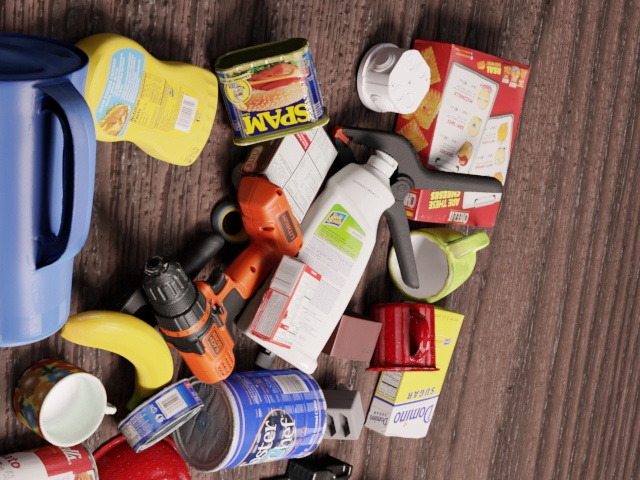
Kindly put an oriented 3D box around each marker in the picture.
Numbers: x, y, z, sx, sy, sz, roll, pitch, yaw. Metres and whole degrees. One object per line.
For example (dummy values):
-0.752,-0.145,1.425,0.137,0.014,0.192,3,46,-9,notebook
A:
-0.042,0.090,1.223,0.020,0.020,0.121,27,87,-47,marker

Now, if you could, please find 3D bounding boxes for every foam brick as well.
0.026,0.111,1.282,0.078,0.051,0.053,17,92,-48,foam brick

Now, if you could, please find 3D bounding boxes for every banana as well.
-0.182,0.107,1.012,0.069,0.037,0.197,-45,150,-15,banana

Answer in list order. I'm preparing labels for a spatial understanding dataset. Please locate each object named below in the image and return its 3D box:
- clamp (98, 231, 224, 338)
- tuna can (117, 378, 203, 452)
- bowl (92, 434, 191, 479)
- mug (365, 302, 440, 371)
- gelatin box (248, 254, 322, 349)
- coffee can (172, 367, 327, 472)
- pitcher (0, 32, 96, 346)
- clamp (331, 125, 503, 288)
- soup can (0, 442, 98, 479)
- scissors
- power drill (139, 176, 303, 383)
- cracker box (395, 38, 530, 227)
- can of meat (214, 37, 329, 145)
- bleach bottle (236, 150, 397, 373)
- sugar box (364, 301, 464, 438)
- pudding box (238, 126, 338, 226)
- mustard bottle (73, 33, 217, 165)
-0.157,0.074,1.089,0.171,0.039,0.120,-29,120,-37,clamp
-0.162,0.178,1.084,0.086,0.086,0.034,-30,79,-37,tuna can
-0.187,0.283,1.116,0.161,0.055,0.162,-18,116,-42,bowl
0.105,0.119,1.313,0.093,0.117,0.081,3,81,-15,mug
-0.036,0.065,1.104,0.089,0.030,0.073,-65,163,-5,gelatin box
-0.077,0.193,1.164,0.140,0.103,0.103,3,101,-47,coffee can
-0.250,-0.036,0.862,0.145,0.149,0.243,3,115,-7,pitcher
0.101,-0.067,1.239,0.164,0.036,0.210,-43,105,2,clamp
-0.270,0.230,1.001,0.102,0.069,0.068,-5,107,-45,soup can
-0.058,0.001,1.184,0.096,0.016,0.201,-47,132,-23,scissors
-0.097,0.027,1.065,0.187,0.057,0.184,-55,149,-27,power drill
0.167,-0.131,1.333,0.163,0.072,0.214,4,102,-45,cracker box
-0.050,-0.153,1.081,0.102,0.057,0.084,-12,118,5,can of meat
0.014,0.016,1.185,0.102,0.068,0.251,34,86,-15,bleach bottle
0.125,0.172,1.411,0.093,0.048,0.176,13,92,-47,sugar box
-0.032,-0.084,1.149,0.113,0.039,0.090,-62,139,-28,pudding box
-0.183,-0.135,0.974,0.191,0.058,0.096,15,93,-48,mustard bottle
